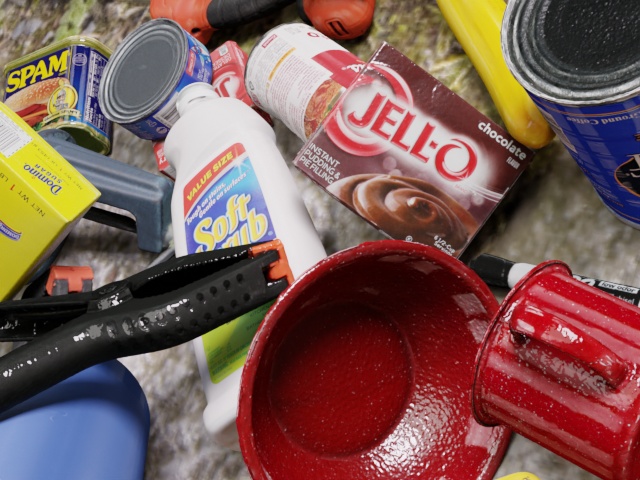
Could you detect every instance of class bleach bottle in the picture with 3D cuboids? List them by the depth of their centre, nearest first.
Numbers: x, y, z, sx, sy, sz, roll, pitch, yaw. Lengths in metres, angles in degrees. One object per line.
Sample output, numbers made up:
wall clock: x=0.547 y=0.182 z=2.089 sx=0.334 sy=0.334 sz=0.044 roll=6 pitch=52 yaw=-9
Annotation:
bleach bottle: x=-0.054 y=0.001 z=0.683 sx=0.103 sy=0.068 sz=0.251 roll=-32 pitch=56 yaw=14

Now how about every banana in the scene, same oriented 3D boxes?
banana: x=0.104 y=-0.115 z=0.647 sx=0.037 sy=0.069 sz=0.198 roll=-47 pitch=46 yaw=28

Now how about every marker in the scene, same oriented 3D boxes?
marker: x=0.134 y=0.026 z=0.583 sx=0.121 sy=0.020 sz=0.020 roll=14 pitch=74 yaw=38

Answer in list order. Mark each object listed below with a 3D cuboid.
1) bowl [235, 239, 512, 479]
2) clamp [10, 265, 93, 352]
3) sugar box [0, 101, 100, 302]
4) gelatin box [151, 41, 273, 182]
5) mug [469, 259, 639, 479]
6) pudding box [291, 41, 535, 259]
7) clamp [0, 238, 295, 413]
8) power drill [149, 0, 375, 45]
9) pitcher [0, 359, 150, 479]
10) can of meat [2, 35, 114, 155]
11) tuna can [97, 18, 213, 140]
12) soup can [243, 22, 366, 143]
bowl: x=0.023 y=0.078 z=0.563 sx=0.162 sy=0.162 sz=0.055 roll=-61 pitch=23 yaw=-8
clamp: x=-0.186 y=0.095 z=0.718 sx=0.120 sy=0.039 sz=0.172 roll=54 pitch=131 yaw=30
sugar box: x=-0.227 y=-0.004 z=0.698 sx=0.176 sy=0.093 sz=0.048 roll=-43 pitch=6 yaw=35
gelatin box: x=-0.085 y=-0.095 z=0.790 sx=0.089 sy=0.030 sz=0.073 roll=-32 pitch=52 yaw=17
mug: x=0.127 y=0.062 z=0.509 sx=0.082 sy=0.117 sz=0.093 roll=26 pitch=78 yaw=35
pudding box: x=0.053 y=-0.047 z=0.628 sx=0.113 sy=0.039 sz=0.090 roll=37 pitch=90 yaw=0
clamp: x=-0.118 y=0.048 z=0.589 sx=0.210 sy=0.036 sz=0.164 roll=-16 pitch=17 yaw=9
power drill: x=-0.034 y=-0.224 z=0.807 sx=0.188 sy=0.057 sz=0.184 roll=-7 pitch=62 yaw=31
pitcher: x=-0.169 y=0.147 z=0.571 sx=0.145 sy=0.149 sz=0.243 roll=-35 pitch=17 yaw=10
can of meat: x=-0.214 y=-0.107 z=0.869 sx=0.102 sy=0.057 sz=0.084 roll=-15 pitch=61 yaw=28
tuna can: x=-0.120 y=-0.117 z=0.783 sx=0.086 sy=0.033 sz=0.086 roll=-17 pitch=58 yaw=30
soup can: x=0.003 y=-0.095 z=0.706 sx=0.068 sy=0.068 sz=0.102 roll=-50 pitch=49 yaw=2
